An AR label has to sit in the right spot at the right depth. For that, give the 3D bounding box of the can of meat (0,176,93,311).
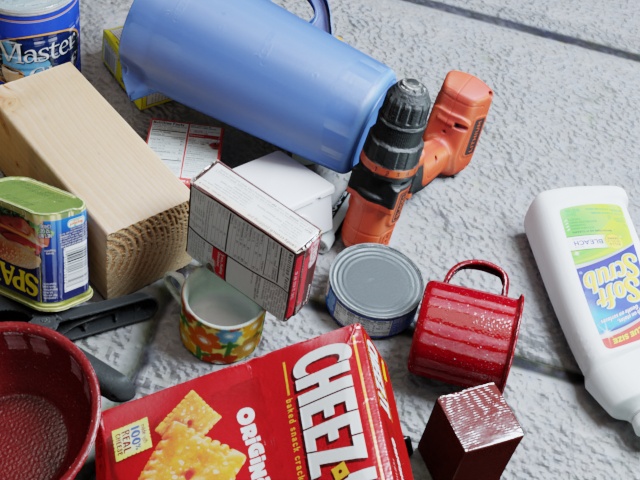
[{"bbox_3d":[-0.237,0.001,0.879,0.102,0.084,0.057,19,26,32],"label":"can of meat"}]

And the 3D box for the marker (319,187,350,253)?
[{"bbox_3d":[0.024,-0.033,1.025,0.020,0.020,0.121,24,48,11],"label":"marker"}]

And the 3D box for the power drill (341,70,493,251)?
[{"bbox_3d":[0.093,-0.093,0.995,0.057,0.185,0.187,33,41,18],"label":"power drill"}]

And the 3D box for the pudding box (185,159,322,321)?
[{"bbox_3d":[-0.056,0.001,0.859,0.113,0.090,0.039,33,51,18],"label":"pudding box"}]

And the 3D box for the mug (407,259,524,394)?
[{"bbox_3d":[0.123,0.070,0.899,0.081,0.093,0.117,13,72,8],"label":"mug"}]

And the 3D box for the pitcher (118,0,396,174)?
[{"bbox_3d":[-0.051,-0.170,0.999,0.243,0.149,0.144,27,34,9],"label":"pitcher"}]

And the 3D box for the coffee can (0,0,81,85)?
[{"bbox_3d":[-0.284,-0.196,1.033,0.102,0.140,0.103,5,48,-6],"label":"coffee can"}]

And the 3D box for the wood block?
[{"bbox_3d":[-0.208,-0.056,0.955,0.090,0.090,0.206,-27,58,-30],"label":"wood block"}]

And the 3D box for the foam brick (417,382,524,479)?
[{"bbox_3d":[0.115,0.156,0.832,0.053,0.078,0.051,-11,53,-20],"label":"foam brick"}]

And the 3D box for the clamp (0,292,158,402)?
[{"bbox_3d":[-0.217,0.084,0.857,0.171,0.039,0.120,-1,30,-6],"label":"clamp"}]

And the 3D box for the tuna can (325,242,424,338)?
[{"bbox_3d":[0.047,0.045,0.949,0.086,0.034,0.086,5,48,-6],"label":"tuna can"}]

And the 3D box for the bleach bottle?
[{"bbox_3d":[0.264,0.064,0.955,0.102,0.068,0.251,-3,51,-12],"label":"bleach bottle"}]

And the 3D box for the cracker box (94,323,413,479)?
[{"bbox_3d":[-0.048,0.168,0.737,0.214,0.072,0.164,-20,49,10],"label":"cracker box"}]

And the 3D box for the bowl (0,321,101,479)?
[{"bbox_3d":[-0.234,0.142,0.781,0.162,0.055,0.162,-2,57,3],"label":"bowl"}]

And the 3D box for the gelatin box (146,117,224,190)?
[{"bbox_3d":[-0.133,-0.076,1.028,0.073,0.030,0.089,6,47,-4],"label":"gelatin box"}]
